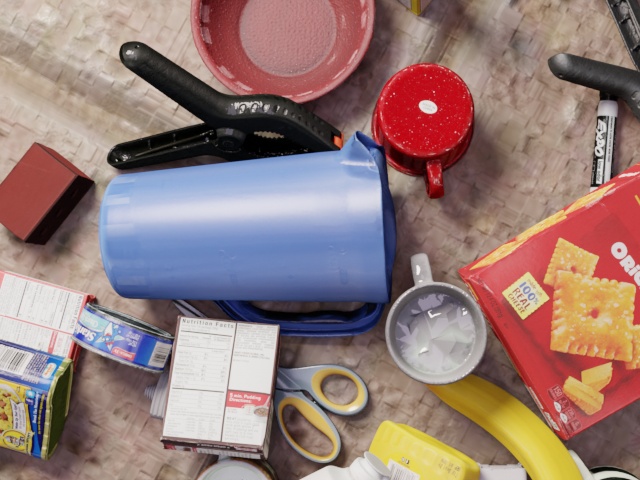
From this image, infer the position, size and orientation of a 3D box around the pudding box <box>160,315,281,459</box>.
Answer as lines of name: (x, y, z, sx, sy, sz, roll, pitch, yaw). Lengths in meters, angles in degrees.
pudding box: (-0.083, 0.123, 0.904, 0.090, 0.039, 0.113, 5, 64, 2)

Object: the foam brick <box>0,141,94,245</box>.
foam brick: (-0.252, -0.041, 0.955, 0.051, 0.053, 0.078, 39, 90, 5)

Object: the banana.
banana: (0.164, 0.171, 0.894, 0.069, 0.037, 0.198, -10, 46, -31)

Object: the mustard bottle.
mustard bottle: (0.058, 0.258, 0.906, 0.096, 0.058, 0.191, 23, 89, 38)

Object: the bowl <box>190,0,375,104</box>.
bowl: (-0.031, -0.195, 0.946, 0.162, 0.055, 0.162, 0, 87, 4)

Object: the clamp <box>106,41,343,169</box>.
clamp: (-0.086, -0.094, 0.928, 0.209, 0.165, 0.036, 13, 59, -16)

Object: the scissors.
scissors: (-0.036, 0.105, 0.951, 0.096, 0.016, 0.202, -37, 85, 0)

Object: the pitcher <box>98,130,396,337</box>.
pitcher: (-0.056, 0.001, 0.910, 0.243, 0.145, 0.149, -3, 75, 7)

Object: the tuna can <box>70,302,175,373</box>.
tuna can: (-0.170, 0.084, 0.926, 0.086, 0.086, 0.034, 22, 87, 5)

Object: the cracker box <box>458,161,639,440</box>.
cracker box: (0.250, 0.043, 0.898, 0.214, 0.072, 0.164, -31, 94, 2)

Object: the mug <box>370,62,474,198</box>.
mug: (0.091, -0.094, 0.919, 0.093, 0.081, 0.117, -6, 87, 3)

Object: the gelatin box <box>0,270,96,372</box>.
gelatin box: (-0.255, 0.073, 0.961, 0.089, 0.030, 0.073, 15, 87, 4)

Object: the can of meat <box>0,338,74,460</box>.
can of meat: (-0.266, 0.137, 0.929, 0.084, 0.057, 0.102, 16, 124, 2)
